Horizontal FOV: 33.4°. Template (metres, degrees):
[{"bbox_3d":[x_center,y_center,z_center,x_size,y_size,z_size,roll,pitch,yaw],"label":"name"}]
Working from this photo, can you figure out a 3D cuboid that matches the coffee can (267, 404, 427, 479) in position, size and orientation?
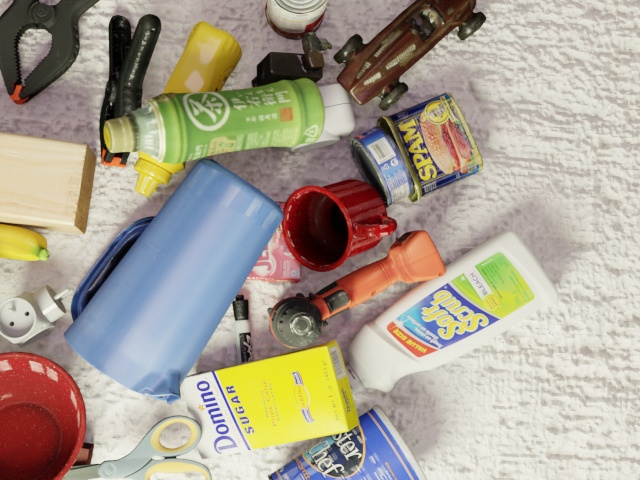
[{"bbox_3d":[0.029,0.255,1.132,0.140,0.103,0.103,-32,89,-6],"label":"coffee can"}]

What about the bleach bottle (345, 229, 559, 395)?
[{"bbox_3d":[0.131,0.095,1.173,0.251,0.068,0.102,-35,86,-4],"label":"bleach bottle"}]

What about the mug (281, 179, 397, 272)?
[{"bbox_3d":[0.028,-0.020,1.141,0.117,0.081,0.093,4,105,37],"label":"mug"}]

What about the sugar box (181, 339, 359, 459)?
[{"bbox_3d":[-0.055,0.170,1.128,0.176,0.048,0.093,-16,87,18],"label":"sugar box"}]

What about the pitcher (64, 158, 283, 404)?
[{"bbox_3d":[-0.154,0.035,1.116,0.149,0.145,0.243,35,89,-9],"label":"pitcher"}]

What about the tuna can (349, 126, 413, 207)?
[{"bbox_3d":[0.067,-0.081,1.169,0.033,0.086,0.086,-28,88,-8],"label":"tuna can"}]

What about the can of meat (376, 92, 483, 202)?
[{"bbox_3d":[0.123,-0.105,1.190,0.084,0.057,0.102,-23,88,-9],"label":"can of meat"}]

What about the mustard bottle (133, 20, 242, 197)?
[{"bbox_3d":[-0.150,-0.136,1.151,0.058,0.096,0.191,26,84,1],"label":"mustard bottle"}]

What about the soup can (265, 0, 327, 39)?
[{"bbox_3d":[-0.025,-0.266,1.168,0.068,0.102,0.068,0,85,-5],"label":"soup can"}]

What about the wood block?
[{"bbox_3d":[-0.351,-0.067,1.134,0.206,0.091,0.090,8,84,-3],"label":"wood block"}]

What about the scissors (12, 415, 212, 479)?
[{"bbox_3d":[-0.210,0.220,1.113,0.201,0.016,0.096,11,82,-8],"label":"scissors"}]

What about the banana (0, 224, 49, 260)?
[{"bbox_3d":[-0.374,-0.004,1.139,0.198,0.069,0.037,6,85,5],"label":"banana"}]

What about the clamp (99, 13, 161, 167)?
[{"bbox_3d":[-0.216,-0.169,1.162,0.039,0.120,0.171,11,104,-25],"label":"clamp"}]

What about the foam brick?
[{"bbox_3d":[-0.285,0.239,1.136,0.078,0.051,0.053,10,84,-4],"label":"foam brick"}]

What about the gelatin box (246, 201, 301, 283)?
[{"bbox_3d":[-0.058,0.002,1.181,0.073,0.030,0.089,2,85,-3],"label":"gelatin box"}]

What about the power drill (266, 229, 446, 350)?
[{"bbox_3d":[0.033,0.053,1.106,0.187,0.184,0.057,-26,92,-6],"label":"power drill"}]

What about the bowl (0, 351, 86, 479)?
[{"bbox_3d":[-0.313,0.197,1.083,0.162,0.055,0.162,-1,63,1],"label":"bowl"}]

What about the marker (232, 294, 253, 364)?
[{"bbox_3d":[-0.084,0.120,1.176,0.020,0.020,0.121,-5,86,-5],"label":"marker"}]

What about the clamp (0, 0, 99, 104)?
[{"bbox_3d":[-0.313,-0.256,1.178,0.164,0.036,0.210,24,85,-3],"label":"clamp"}]
